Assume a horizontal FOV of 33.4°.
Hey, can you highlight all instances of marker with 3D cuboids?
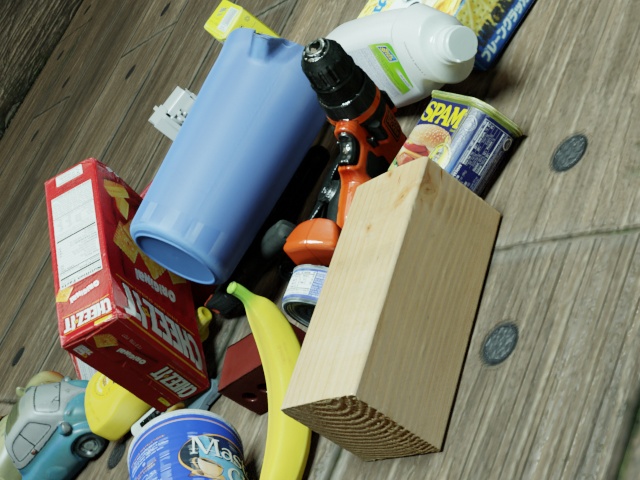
[{"bbox_3d":[-0.159,0.173,1.137,0.121,0.020,0.020,-42,28,26],"label":"marker"}]

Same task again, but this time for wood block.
[{"bbox_3d":[0.057,0.052,0.817,0.090,0.090,0.206,-22,41,50],"label":"wood block"}]

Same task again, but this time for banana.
[{"bbox_3d":[-0.038,0.132,0.891,0.037,0.069,0.198,-31,65,54],"label":"banana"}]

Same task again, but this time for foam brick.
[{"bbox_3d":[-0.047,0.114,0.971,0.078,0.053,0.051,-36,31,38],"label":"foam brick"}]

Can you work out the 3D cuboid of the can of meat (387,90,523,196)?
[{"bbox_3d":[0.112,-0.076,0.914,0.084,0.057,0.102,-58,25,0],"label":"can of meat"}]

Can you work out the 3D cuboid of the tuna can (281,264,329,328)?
[{"bbox_3d":[0.011,0.055,0.900,0.086,0.086,0.033,-11,52,56],"label":"tuna can"}]

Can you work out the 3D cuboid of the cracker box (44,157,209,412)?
[{"bbox_3d":[-0.194,0.043,1.080,0.072,0.164,0.214,-28,50,13],"label":"cracker box"}]

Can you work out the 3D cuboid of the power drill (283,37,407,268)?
[{"bbox_3d":[0.022,-0.059,0.932,0.057,0.184,0.187,-3,59,30],"label":"power drill"}]

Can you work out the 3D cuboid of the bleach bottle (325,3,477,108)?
[{"bbox_3d":[0.080,-0.168,0.998,0.068,0.102,0.251,-45,18,-11],"label":"bleach bottle"}]

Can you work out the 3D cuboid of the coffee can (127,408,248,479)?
[{"bbox_3d":[-0.106,0.222,0.886,0.103,0.102,0.140,-49,26,14],"label":"coffee can"}]

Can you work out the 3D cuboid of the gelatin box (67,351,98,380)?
[{"bbox_3d":[-0.301,0.143,1.350,0.030,0.089,0.073,-17,19,-17],"label":"gelatin box"}]

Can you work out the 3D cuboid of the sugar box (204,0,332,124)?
[{"bbox_3d":[-0.041,-0.195,1.186,0.048,0.176,0.093,-55,25,6],"label":"sugar box"}]

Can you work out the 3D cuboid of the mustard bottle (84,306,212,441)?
[{"bbox_3d":[-0.185,0.135,1.183,0.192,0.058,0.096,-42,31,26],"label":"mustard bottle"}]

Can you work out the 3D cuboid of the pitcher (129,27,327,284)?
[{"bbox_3d":[-0.085,-0.077,1.073,0.145,0.149,0.242,-5,52,56],"label":"pitcher"}]

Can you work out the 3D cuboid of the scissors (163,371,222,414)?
[{"bbox_3d":[-0.113,0.168,1.067,0.202,0.016,0.096,-41,30,28],"label":"scissors"}]

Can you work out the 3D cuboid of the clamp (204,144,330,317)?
[{"bbox_3d":[-0.057,0.001,1.111,0.210,0.036,0.164,-50,11,40],"label":"clamp"}]

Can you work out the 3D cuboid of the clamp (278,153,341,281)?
[{"bbox_3d":[0.021,-0.037,1.047,0.120,0.039,0.171,1,64,62],"label":"clamp"}]
